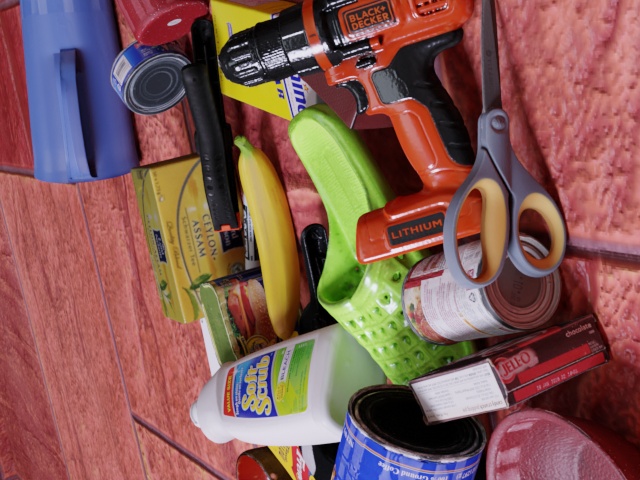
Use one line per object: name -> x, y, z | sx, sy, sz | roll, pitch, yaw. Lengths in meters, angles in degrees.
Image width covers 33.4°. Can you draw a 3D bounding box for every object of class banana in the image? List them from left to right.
banana -> -0.051, -0.006, 1.029 | 0.037, 0.069, 0.198 | -11, 98, 25

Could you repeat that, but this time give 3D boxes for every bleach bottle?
bleach bottle -> -0.044, 0.147, 0.967 | 0.251, 0.068, 0.102 | -24, 50, 49

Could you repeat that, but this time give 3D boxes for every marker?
marker -> -0.070, -0.022, 1.101 | 0.020, 0.020, 0.121 | 38, 137, 48

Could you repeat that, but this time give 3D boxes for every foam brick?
foam brick -> 0.030, -0.127, 0.812 | 0.078, 0.051, 0.053 | 50, 132, 37

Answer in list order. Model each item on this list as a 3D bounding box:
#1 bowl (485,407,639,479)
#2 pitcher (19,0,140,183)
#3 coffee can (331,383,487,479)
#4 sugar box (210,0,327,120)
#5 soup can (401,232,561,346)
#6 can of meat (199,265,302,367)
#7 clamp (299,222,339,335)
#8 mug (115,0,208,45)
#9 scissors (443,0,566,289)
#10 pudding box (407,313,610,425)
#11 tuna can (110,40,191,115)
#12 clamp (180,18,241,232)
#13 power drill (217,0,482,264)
bowl -> 0.182, 0.179, 0.707 | 0.162, 0.055, 0.162 | 39, 137, 48
pitcher -> -0.301, -0.194, 1.316 | 0.149, 0.144, 0.243 | 11, 113, 38
coffee can -> 0.055, 0.192, 0.785 | 0.103, 0.102, 0.140 | 36, 121, 49
sugar box -> -0.035, -0.159, 0.929 | 0.176, 0.048, 0.093 | 30, 132, 55
soup can -> 0.110, 0.035, 0.745 | 0.102, 0.068, 0.068 | -23, 85, 62
can of meat -> -0.068, 0.078, 1.084 | 0.058, 0.083, 0.102 | -16, 91, 63
clamp -> 0.017, 0.080, 0.977 | 0.120, 0.039, 0.171 | 52, 152, 43
mug -> -0.164, -0.249, 1.087 | 0.081, 0.093, 0.117 | 63, -178, 9
scissors -> 0.128, -0.063, 0.696 | 0.016, 0.096, 0.202 | -11, 64, 66
pudding box -> 0.126, 0.089, 0.723 | 0.114, 0.089, 0.039 | -37, 73, 62
tuna can -> -0.179, -0.176, 1.145 | 0.034, 0.086, 0.086 | 54, 147, 31
clamp -> -0.106, -0.110, 1.060 | 0.164, 0.036, 0.210 | -94, -2, -57
power drill -> 0.034, -0.082, 0.741 | 0.185, 0.057, 0.187 | -15, 100, 20
